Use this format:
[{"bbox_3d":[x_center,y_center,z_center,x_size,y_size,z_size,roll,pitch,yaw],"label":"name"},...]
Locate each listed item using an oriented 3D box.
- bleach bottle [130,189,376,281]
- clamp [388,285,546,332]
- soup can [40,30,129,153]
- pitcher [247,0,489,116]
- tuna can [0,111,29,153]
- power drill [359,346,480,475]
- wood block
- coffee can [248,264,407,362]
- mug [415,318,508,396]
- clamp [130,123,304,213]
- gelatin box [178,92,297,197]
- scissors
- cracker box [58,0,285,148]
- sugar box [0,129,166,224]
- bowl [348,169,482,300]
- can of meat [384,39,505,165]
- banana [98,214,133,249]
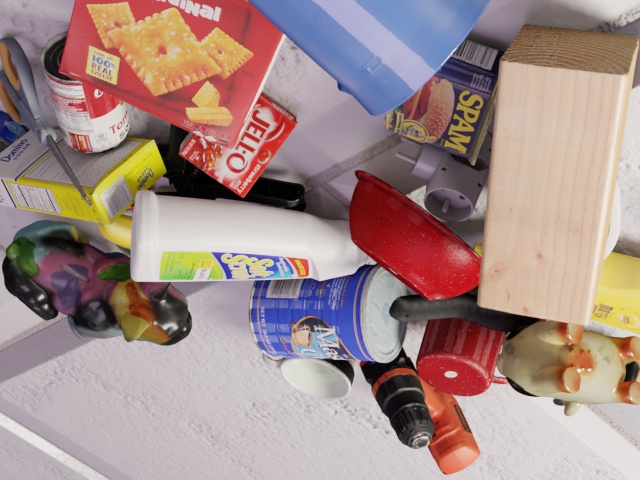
[{"bbox_3d":[-0.057,0.001,1.045,0.250,0.068,0.103,2,153,-13],"label":"bleach bottle"},{"bbox_3d":[0.140,0.050,1.060,0.171,0.120,0.039,10,123,-14],"label":"clamp"},{"bbox_3d":[-0.219,-0.138,1.003,0.068,0.068,0.102,15,145,10],"label":"soup can"},{"bbox_3d":[-0.005,-0.207,0.681,0.242,0.149,0.145,37,-175,-16],"label":"pitcher"},{"bbox_3d":[-0.351,-0.102,1.153,0.086,0.033,0.086,15,145,11],"label":"tuna can"},{"bbox_3d":[0.111,0.186,1.187,0.057,0.184,0.187,-31,132,9],"label":"power drill"},{"bbox_3d":[0.181,-0.050,0.820,0.090,0.090,0.206,10,120,17],"label":"wood block"},{"bbox_3d":[0.009,0.076,1.136,0.141,0.102,0.102,-1,140,30],"label":"coffee can"},{"bbox_3d":[0.159,0.115,1.126,0.117,0.081,0.093,22,146,0],"label":"mug"},{"bbox_3d":[-0.122,-0.062,1.077,0.164,0.036,0.210,41,141,-15],"label":"clamp"},{"bbox_3d":[-0.075,-0.096,0.976,0.073,0.030,0.089,34,107,-15],"label":"gelatin box"},{"bbox_3d":[-0.264,-0.121,1.005,0.202,0.016,0.096,42,141,38],"label":"scissors"},{"bbox_3d":[-0.104,-0.190,0.844,0.164,0.072,0.214,25,137,-5],"label":"cracker box"},{"bbox_3d":[-0.251,-0.067,1.067,0.177,0.093,0.048,8,131,36],"label":"sugar box"},{"bbox_3d":[0.080,0.006,0.974,0.162,0.055,0.162,38,178,1],"label":"bowl"},{"bbox_3d":[0.102,-0.119,0.864,0.084,0.057,0.102,21,145,7],"label":"can of meat"},{"bbox_3d":[-0.155,0.002,1.157,0.197,0.037,0.070,11,179,-16],"label":"banana"}]
